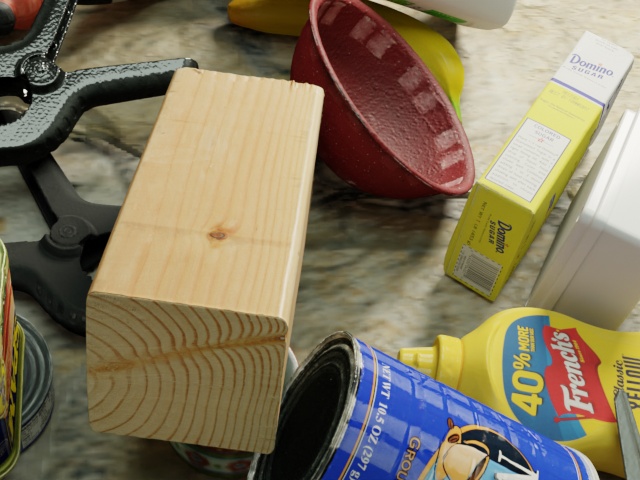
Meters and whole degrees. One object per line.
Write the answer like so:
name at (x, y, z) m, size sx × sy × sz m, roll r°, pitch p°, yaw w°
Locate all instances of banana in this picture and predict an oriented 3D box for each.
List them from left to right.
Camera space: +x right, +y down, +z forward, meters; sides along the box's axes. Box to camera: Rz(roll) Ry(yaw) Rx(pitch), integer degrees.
banana at (0.030, -0.151, 0.793) m, size 0.198 × 0.037 × 0.069 m, roll 27°, pitch 51°, yaw 11°

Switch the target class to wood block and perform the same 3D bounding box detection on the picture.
wood block at (-0.054, 0.000, 0.563) m, size 0.091 × 0.090 × 0.206 m, roll 8°, pitch 37°, yaw 0°

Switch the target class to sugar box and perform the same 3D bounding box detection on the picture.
sugar box at (0.145, -0.051, 0.699) m, size 0.048 × 0.093 × 0.176 m, roll 32°, pitch 54°, yaw 14°

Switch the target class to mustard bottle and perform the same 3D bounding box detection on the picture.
mustard bottle at (0.138, 0.087, 0.612) m, size 0.191 × 0.058 × 0.096 m, roll 10°, pitch 56°, yaw -2°

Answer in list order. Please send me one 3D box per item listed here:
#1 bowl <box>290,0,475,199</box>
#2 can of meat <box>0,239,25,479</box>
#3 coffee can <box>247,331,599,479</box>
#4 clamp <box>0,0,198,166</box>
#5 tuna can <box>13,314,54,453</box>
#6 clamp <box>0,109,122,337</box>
bowl at (0.031, -0.084, 0.701) m, size 0.162 × 0.055 × 0.162 m, roll 38°, pitch 31°, yaw -29°
can of meat at (-0.178, 0.056, 0.522) m, size 0.057 × 0.084 × 0.102 m, roll -1°, pitch 52°, yaw -10°
coffee can at (0.048, 0.120, 0.515) m, size 0.140 × 0.103 × 0.102 m, roll 28°, pitch 50°, yaw -15°
clamp at (-0.163, -0.096, 0.669) m, size 0.120 × 0.039 × 0.171 m, roll 34°, pitch 68°, yaw 12°
tuna can at (-0.188, 0.080, 0.578) m, size 0.086 × 0.034 × 0.086 m, roll 5°, pitch 52°, yaw -6°
clamp at (-0.160, 0.011, 0.634) m, size 0.210 × 0.036 × 0.164 m, roll 28°, pitch 51°, yaw 14°
